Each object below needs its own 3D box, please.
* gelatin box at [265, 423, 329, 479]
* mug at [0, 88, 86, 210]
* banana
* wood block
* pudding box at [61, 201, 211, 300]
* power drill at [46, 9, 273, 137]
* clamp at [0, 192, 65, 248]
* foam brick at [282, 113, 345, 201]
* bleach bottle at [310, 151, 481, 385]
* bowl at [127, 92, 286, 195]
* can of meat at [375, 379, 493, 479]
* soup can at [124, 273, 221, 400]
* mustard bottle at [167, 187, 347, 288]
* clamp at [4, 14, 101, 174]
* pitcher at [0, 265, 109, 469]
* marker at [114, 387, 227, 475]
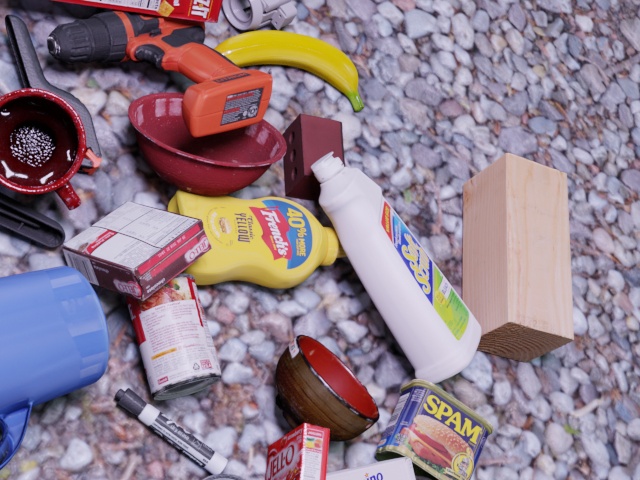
[{"bbox_3d":[-0.024,0.216,0.984,0.030,0.089,0.073,16,61,-20],"label":"gelatin box"},{"bbox_3d":[-0.256,-0.079,0.976,0.093,0.082,0.117,-38,101,-11],"label":"mug"},{"bbox_3d":[-0.033,-0.204,1.203,0.197,0.037,0.069,12,61,-23],"label":"banana"},{"bbox_3d":[0.221,0.020,1.204,0.090,0.091,0.206,16,61,-22],"label":"wood block"},{"bbox_3d":[-0.172,0.007,0.991,0.089,0.114,0.039,-39,129,-36],"label":"pudding box"},{"bbox_3d":[-0.154,-0.176,1.067,0.184,0.057,0.188,-21,51,-40],"label":"power drill"},{"bbox_3d":[-0.333,-0.050,0.953,0.210,0.036,0.164,45,21,15],"label":"clamp"},{"bbox_3d":[-0.008,-0.088,1.156,0.051,0.053,0.078,8,64,-25],"label":"foam brick"},{"bbox_3d":[0.070,0.022,1.101,0.251,0.068,0.102,55,29,-10],"label":"bleach bottle"},{"bbox_3d":[-0.118,-0.090,1.070,0.162,0.055,0.162,14,26,-7],"label":"bowl"},{"bbox_3d":[0.114,0.205,1.084,0.102,0.058,0.083,35,59,-9],"label":"can of meat"},{"bbox_3d":[-0.137,0.090,0.995,0.068,0.069,0.102,-9,73,-31],"label":"soup can"},{"bbox_3d":[-0.057,0.001,1.084,0.191,0.058,0.096,5,59,-27],"label":"mustard bottle"},{"bbox_3d":[-0.277,-0.137,1.038,0.171,0.039,0.120,36,72,-16],"label":"clamp"},{"bbox_3d":[-0.297,0.108,0.869,0.242,0.145,0.149,-15,116,-35],"label":"pitcher"},{"bbox_3d":[-0.139,0.176,0.985,0.121,0.020,0.020,38,56,-8],"label":"marker"}]
